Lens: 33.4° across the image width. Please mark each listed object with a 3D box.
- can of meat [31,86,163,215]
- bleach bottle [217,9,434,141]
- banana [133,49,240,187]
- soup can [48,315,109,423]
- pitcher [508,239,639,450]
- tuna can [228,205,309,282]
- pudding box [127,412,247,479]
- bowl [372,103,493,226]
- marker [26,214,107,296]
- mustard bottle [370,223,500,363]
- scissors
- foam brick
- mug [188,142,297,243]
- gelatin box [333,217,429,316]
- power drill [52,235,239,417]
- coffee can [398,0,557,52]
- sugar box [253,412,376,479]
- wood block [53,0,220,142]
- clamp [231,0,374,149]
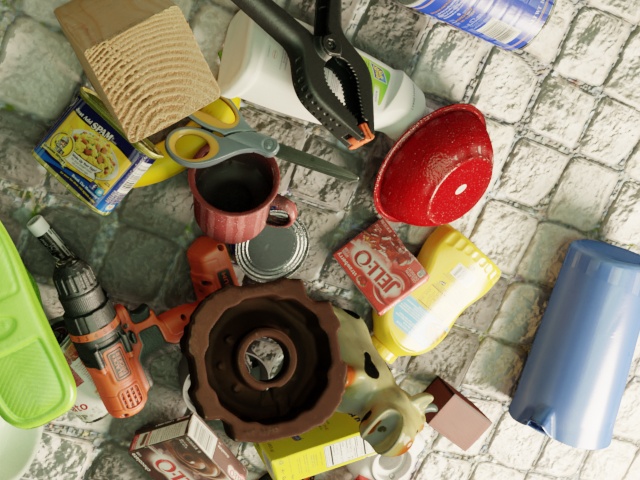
[{"bbox_3d":[-0.222,-0.087,1.058,0.102,0.057,0.084,42,96,4],"label":"can of meat"},{"bbox_3d":[0.019,-0.157,1.119,0.250,0.068,0.102,20,65,-27],"label":"bleach bottle"},{"bbox_3d":[-0.149,-0.108,1.108,0.198,0.037,0.069,-43,89,-4],"label":"banana"},{"bbox_3d":[-0.261,0.138,1.143,0.068,0.069,0.102,-36,119,-4],"label":"soup can"},{"bbox_3d":[0.336,0.126,1.339,0.145,0.149,0.243,13,103,-9],"label":"pitcher"},{"bbox_3d":[-0.058,0.001,1.184,0.086,0.034,0.086,-7,113,-18],"label":"tuna can"},{"bbox_3d":[-0.151,0.254,1.225,0.090,0.039,0.113,-21,120,26],"label":"pudding box"},{"bbox_3d":[0.138,-0.070,1.180,0.161,0.055,0.162,-27,143,-23],"label":"bowl"},{"bbox_3d":[-0.264,0.023,1.123,0.020,0.020,0.121,-37,119,-4],"label":"marker"},{"bbox_3d":[0.119,0.078,1.266,0.096,0.058,0.191,40,93,-27],"label":"mustard bottle"},{"bbox_3d":[-0.069,-0.083,1.072,0.202,0.016,0.096,35,73,3],"label":"scissors"},{"bbox_3d":[0.165,0.218,1.343,0.078,0.053,0.051,39,94,-27],"label":"foam brick"},{"bbox_3d":[-0.080,-0.044,1.108,0.117,0.081,0.093,19,64,2],"label":"mug"},{"bbox_3d":[0.069,0.030,1.219,0.073,0.030,0.089,-37,79,-3],"label":"gelatin box"},{"bbox_3d":[-0.177,0.068,1.121,0.187,0.057,0.184,-31,118,-29],"label":"power drill"},{"bbox_3d":[0.164,-0.270,1.120,0.140,0.103,0.103,18,103,-26],"label":"coffee can"},{"bbox_3d":[0.013,0.226,1.267,0.176,0.093,0.048,-18,116,-14],"label":"sugar box"},{"bbox_3d":[-0.172,-0.173,0.973,0.090,0.206,0.091,-29,118,-8],"label":"wood block"},{"bbox_3d":[0.003,-0.194,1.057,0.164,0.036,0.210,-34,96,-41],"label":"clamp"}]
